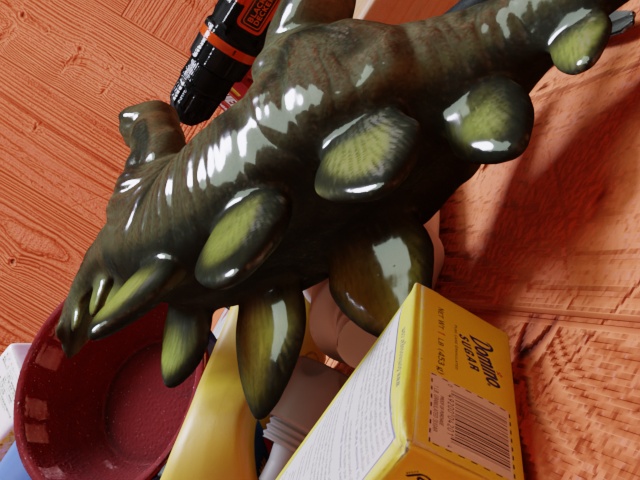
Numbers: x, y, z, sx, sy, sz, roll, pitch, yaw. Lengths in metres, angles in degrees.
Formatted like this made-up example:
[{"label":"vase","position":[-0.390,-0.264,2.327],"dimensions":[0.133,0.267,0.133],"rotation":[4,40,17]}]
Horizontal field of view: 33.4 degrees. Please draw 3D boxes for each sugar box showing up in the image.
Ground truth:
[{"label":"sugar box","position":[0.002,0.109,0.369],"dimensions":[0.176,0.048,0.093],"rotation":[-59,7,26]}]

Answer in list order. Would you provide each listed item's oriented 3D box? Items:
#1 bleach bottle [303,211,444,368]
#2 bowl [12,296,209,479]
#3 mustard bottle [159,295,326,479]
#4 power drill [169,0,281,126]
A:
[{"label":"bleach bottle","position":[0.023,0.002,0.586],"dimensions":[0.103,0.068,0.250],"rotation":[-54,11,21]},{"label":"bowl","position":[-0.130,0.103,0.722],"dimensions":[0.162,0.055,0.162],"rotation":[-13,63,27]},{"label":"mustard bottle","position":[-0.044,0.109,0.556],"dimensions":[0.191,0.058,0.096],"rotation":[-69,-16,-52]},{"label":"power drill","position":[-0.011,-0.144,0.887],"dimensions":[0.185,0.187,0.057],"rotation":[-55,28,19]}]
